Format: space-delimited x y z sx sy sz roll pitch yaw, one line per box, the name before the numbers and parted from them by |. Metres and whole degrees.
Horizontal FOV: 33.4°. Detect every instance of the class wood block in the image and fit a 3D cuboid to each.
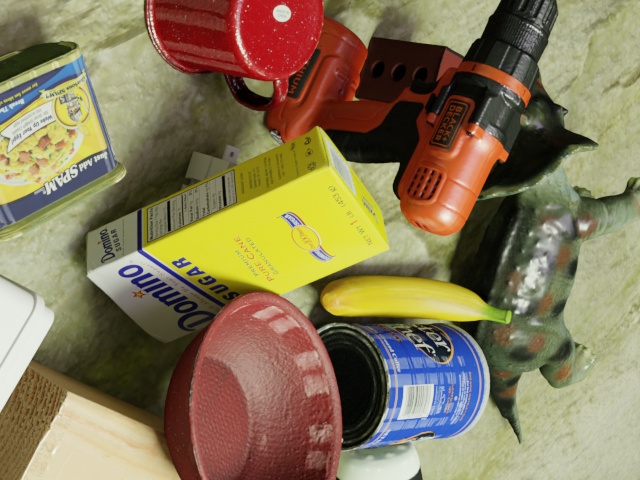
wood block | -0.139 0.156 0.707 0.205 0.091 0.090 37 76 -47

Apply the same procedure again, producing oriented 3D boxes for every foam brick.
foam brick | 0.076 -0.126 0.843 0.051 0.078 0.053 15 91 -48

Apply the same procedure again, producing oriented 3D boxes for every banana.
banana | 0.070 0.048 0.906 0.197 0.070 0.037 5 86 -33

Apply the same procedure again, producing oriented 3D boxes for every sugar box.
sugar box | -0.054 0.001 0.695 0.176 0.048 0.093 -26 135 14

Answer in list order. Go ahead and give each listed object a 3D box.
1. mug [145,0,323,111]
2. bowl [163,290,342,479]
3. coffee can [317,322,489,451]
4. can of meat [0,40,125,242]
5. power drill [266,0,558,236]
mug | -0.051 -0.138 0.700 0.093 0.082 0.117 -34 126 -34
bowl | -0.051 0.116 0.693 0.161 0.055 0.162 23 62 -53
coffee can | 0.061 0.120 0.897 0.140 0.103 0.103 5 100 -47
can of meat | -0.173 -0.060 0.618 0.101 0.058 0.084 -34 125 -35
power drill | 0.060 -0.108 0.750 0.057 0.188 0.184 34 81 -46
